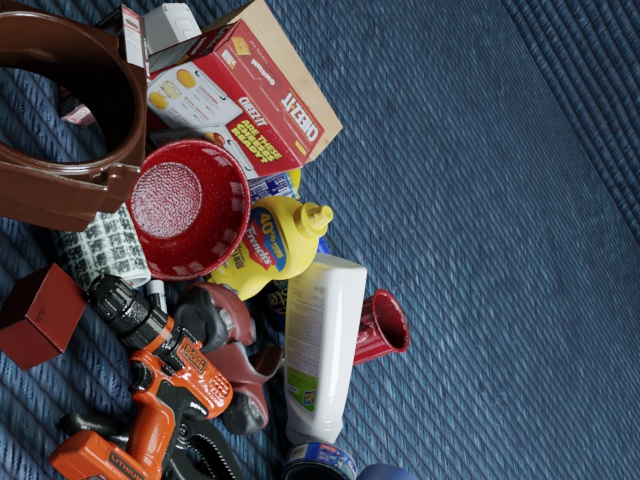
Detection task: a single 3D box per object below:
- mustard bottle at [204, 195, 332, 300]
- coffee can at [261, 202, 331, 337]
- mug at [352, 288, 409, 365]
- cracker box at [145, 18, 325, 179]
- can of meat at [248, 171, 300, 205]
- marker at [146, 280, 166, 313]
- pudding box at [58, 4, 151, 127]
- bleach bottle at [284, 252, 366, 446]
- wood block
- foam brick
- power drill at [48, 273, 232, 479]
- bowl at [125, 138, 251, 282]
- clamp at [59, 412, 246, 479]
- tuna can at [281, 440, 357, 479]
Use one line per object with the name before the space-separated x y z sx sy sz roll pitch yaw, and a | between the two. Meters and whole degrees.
mustard bottle | -0.058 0.002 1.231 0.058 0.192 0.096 -12 79 -50
coffee can | -0.033 0.037 1.351 0.140 0.103 0.102 63 27 -6
mug | 0.060 0.126 1.470 0.093 0.082 0.117 65 27 -2
cracker box | -0.124 -0.145 1.204 0.164 0.214 0.072 51 51 -27
can of meat | -0.074 -0.058 1.332 0.102 0.084 0.057 149 -84 -88
marker | -0.171 0.101 1.144 0.020 0.020 0.121 24 49 -53
pudding box | -0.236 -0.187 1.154 0.039 0.114 0.090 23 49 -49
bleach bottle | -0.007 0.145 1.267 0.067 0.103 0.251 1 101 -38
wood block | -0.073 -0.201 1.401 0.206 0.091 0.090 56 45 -18
foam brick | -0.257 0.069 0.979 0.053 0.051 0.078 51 31 -25
power drill | -0.172 0.144 0.978 0.184 0.057 0.187 48 41 -22
bowl | -0.159 -0.038 1.185 0.161 0.055 0.162 -11 111 -31
clamp | -0.149 0.187 1.066 0.210 0.036 0.164 42 33 -16
tuna can | -0.002 0.273 1.238 0.086 0.086 0.033 53 31 -24
